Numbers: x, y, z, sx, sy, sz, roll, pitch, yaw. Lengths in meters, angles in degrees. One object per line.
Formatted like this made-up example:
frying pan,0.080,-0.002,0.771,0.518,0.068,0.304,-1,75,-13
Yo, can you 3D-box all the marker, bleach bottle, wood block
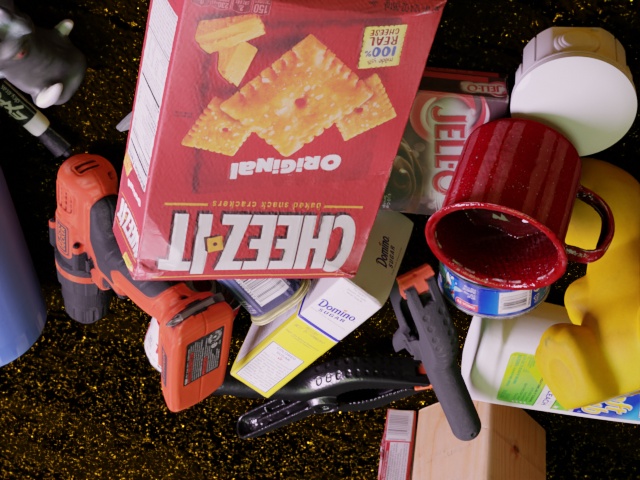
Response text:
marker,-0.236,-0.107,0.816,0.020,0.020,0.121,-26,123,32
bleach bottle,0.249,0.106,0.884,0.251,0.068,0.103,10,135,0
wood block,0.138,0.242,0.936,0.090,0.206,0.090,-29,122,33

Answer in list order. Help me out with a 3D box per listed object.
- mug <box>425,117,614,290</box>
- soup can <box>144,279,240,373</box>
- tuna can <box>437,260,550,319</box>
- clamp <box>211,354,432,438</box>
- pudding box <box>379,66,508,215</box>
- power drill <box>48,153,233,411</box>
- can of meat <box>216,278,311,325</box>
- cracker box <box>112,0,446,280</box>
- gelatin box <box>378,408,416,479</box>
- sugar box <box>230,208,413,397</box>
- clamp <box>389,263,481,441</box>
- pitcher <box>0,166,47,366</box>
mug,0.136,-0.023,0.702,0.117,0.081,0.093,17,149,9
soup can,-0.110,0.066,0.920,0.068,0.068,0.102,20,135,-7
tuna can,0.132,0.018,0.806,0.086,0.086,0.034,3,132,9
clamp,-0.006,0.131,0.953,0.210,0.036,0.164,-13,153,14
pudding box,0.083,-0.070,0.766,0.090,0.039,0.113,7,135,5
power drill,-0.151,0.046,0.853,0.188,0.057,0.184,42,144,26
can of meat,-0.055,0.001,0.821,0.057,0.102,0.084,-33,118,17
cracker box,-0.032,-0.076,0.677,0.164,0.072,0.214,1,125,-24
gelatin box,0.072,0.216,1.007,0.030,0.089,0.073,4,134,9
sugar box,0.000,0.048,0.847,0.048,0.093,0.177,36,137,-13
clamp,0.089,0.086,0.844,0.039,0.120,0.171,-34,150,-10
pitcher,-0.311,-0.010,0.863,0.145,0.149,0.243,-8,136,-1
